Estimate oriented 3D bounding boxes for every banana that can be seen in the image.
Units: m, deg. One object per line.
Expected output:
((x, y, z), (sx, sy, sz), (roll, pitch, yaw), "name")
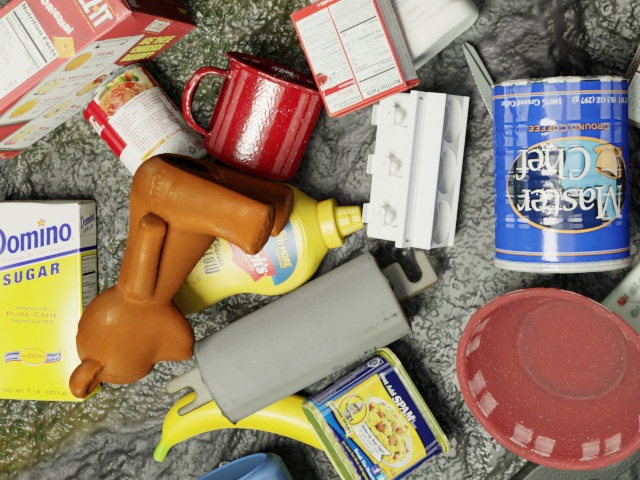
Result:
((-0.055, 0.158, 0.933), (0.198, 0.037, 0.069), (-2, 117, 13), "banana")

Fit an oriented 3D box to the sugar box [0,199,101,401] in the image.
((-0.248, 0.052, 0.953), (0.093, 0.048, 0.176), (0, 97, 11), "sugar box")

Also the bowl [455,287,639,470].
((0.192, 0.100, 0.848), (0.162, 0.055, 0.162), (12, 118, 24), "bowl")

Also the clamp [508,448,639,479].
((0.228, 0.197, 0.877), (0.171, 0.039, 0.120), (-1, 89, 5), "clamp")

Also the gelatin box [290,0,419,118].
((0.027, -0.148, 0.822), (0.073, 0.030, 0.089), (-19, 95, 33), "gelatin box")

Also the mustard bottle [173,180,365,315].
((-0.056, 0.001, 0.902), (0.192, 0.058, 0.096), (-13, 93, 12), "mustard bottle")

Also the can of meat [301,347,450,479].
((0.044, 0.154, 0.882), (0.083, 0.057, 0.102), (-32, 89, -15), "can of meat")

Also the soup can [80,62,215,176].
((-0.145, -0.090, 0.906), (0.068, 0.068, 0.102), (-41, 88, 12), "soup can")

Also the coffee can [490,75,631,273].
((0.182, -0.051, 0.808), (0.103, 0.102, 0.140), (-1, 95, 11), "coffee can")

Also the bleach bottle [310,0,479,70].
((0.013, -0.250, 0.859), (0.103, 0.068, 0.251), (-37, 86, 17), "bleach bottle")

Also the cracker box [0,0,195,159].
((-0.225, -0.145, 0.867), (0.214, 0.164, 0.072), (-33, 91, 13), "cracker box")

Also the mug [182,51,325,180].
((-0.056, -0.103, 0.869), (0.117, 0.093, 0.081), (14, 106, -27), "mug")

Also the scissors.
((0.182, -0.072, 0.868), (0.096, 0.016, 0.202), (-11, 94, 11), "scissors")
